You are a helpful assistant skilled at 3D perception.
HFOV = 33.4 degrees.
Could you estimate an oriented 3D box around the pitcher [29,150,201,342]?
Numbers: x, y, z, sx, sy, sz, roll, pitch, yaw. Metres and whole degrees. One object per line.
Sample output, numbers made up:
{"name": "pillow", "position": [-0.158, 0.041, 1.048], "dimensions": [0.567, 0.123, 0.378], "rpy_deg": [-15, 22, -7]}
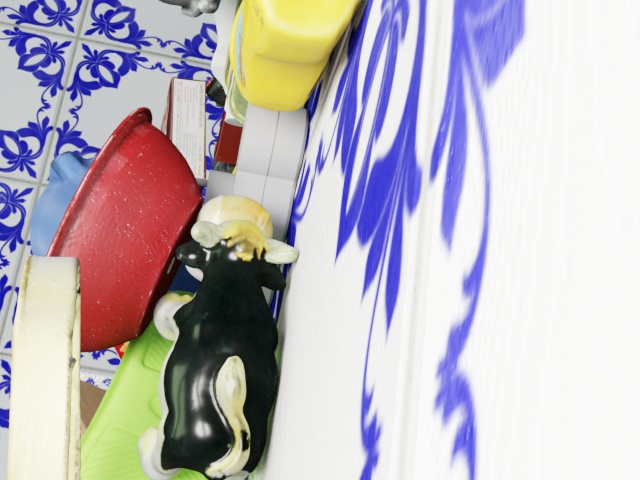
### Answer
{"name": "pitcher", "position": [-0.133, 0.022, 0.845], "dimensions": [0.243, 0.149, 0.145], "rpy_deg": [26, 102, 61]}

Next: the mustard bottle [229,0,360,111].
{"name": "mustard bottle", "position": [-0.017, -0.121, 0.568], "dimensions": [0.192, 0.058, 0.096], "rpy_deg": [133, 143, -77]}

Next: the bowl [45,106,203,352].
{"name": "bowl", "position": [-0.113, 0.005, 0.630], "dimensions": [0.162, 0.055, 0.162], "rpy_deg": [-161, 96, -89]}

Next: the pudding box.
{"name": "pudding box", "position": [-0.132, -0.084, 1.012], "dimensions": [0.090, 0.039, 0.113], "rpy_deg": [116, 152, -60]}

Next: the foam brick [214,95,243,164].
{"name": "foam brick", "position": [-0.054, -0.106, 0.882], "dimensions": [0.051, 0.053, 0.078], "rpy_deg": [-89, 12, -54]}
